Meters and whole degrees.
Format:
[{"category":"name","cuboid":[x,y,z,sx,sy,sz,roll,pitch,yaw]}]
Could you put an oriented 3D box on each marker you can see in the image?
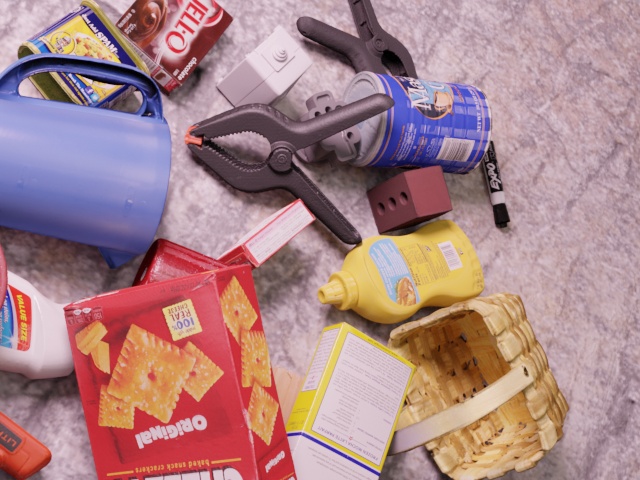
[{"category":"marker","cuboid":[0.207,-0.074,1.278,0.020,0.020,0.121,-4,78,-30]}]

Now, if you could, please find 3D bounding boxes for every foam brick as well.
[{"category":"foam brick","cuboid":[0.098,-0.044,1.174,0.051,0.078,0.053,-11,82,-33]}]

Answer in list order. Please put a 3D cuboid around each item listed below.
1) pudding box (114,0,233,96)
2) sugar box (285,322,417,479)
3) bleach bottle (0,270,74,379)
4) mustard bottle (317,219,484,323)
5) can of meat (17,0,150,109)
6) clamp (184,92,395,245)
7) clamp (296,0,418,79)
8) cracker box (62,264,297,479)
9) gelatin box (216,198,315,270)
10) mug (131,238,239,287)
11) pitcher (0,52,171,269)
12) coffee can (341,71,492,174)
[{"category":"pudding box","cuboid":[-0.156,-0.220,1.105,0.090,0.039,0.113,40,61,-14]},{"category":"sugar box","cuboid":[0.018,0.174,0.979,0.093,0.048,0.176,32,67,-19]},{"category":"bleach bottle","cuboid":[-0.302,0.055,0.931,0.250,0.068,0.102,20,62,-26]},{"category":"mustard bottle","cuboid":[0.081,0.039,1.150,0.191,0.058,0.096,-13,71,-31]},{"category":"can of meat","cuboid":[-0.231,-0.169,1.038,0.083,0.058,0.102,-42,97,-29]},{"category":"clamp","cuboid":[-0.032,-0.097,1.095,0.210,0.036,0.165,17,109,-6]},{"category":"clamp","cuboid":[0.048,-0.218,1.219,0.120,0.039,0.171,-40,97,-30]},{"category":"cracker box","cuboid":[-0.120,0.140,0.906,0.072,0.164,0.214,-10,88,-63]},{"category":"gelatin box","cuboid":[-0.057,0.001,1.076,0.089,0.073,0.030,-41,97,-32]},{"category":"mug","cuboid":[-0.129,0.051,1.001,0.081,0.117,0.093,23,94,-17]},{"category":"pitcher","cuboid":[-0.260,-0.079,0.952,0.242,0.145,0.149,10,59,-24]},{"category":"coffee can","cuboid":[0.103,-0.128,1.182,0.140,0.103,0.103,3,75,-26]}]
